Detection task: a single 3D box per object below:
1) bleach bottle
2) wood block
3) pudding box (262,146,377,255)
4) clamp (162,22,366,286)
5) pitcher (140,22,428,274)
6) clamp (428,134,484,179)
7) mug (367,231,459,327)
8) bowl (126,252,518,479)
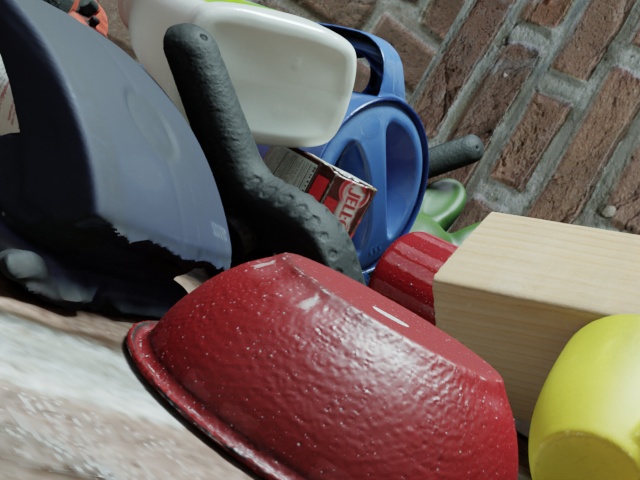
[{"bbox_3d":[-0.074,-0.124,0.637,0.102,0.068,0.251,7,18,-28],"label":"bleach bottle"},{"bbox_3d":[0.176,0.055,0.599,0.206,0.091,0.090,10,33,31],"label":"wood block"},{"bbox_3d":[-0.019,-0.004,0.579,0.039,0.090,0.114,28,4,-20],"label":"pudding box"},{"bbox_3d":[-0.042,-0.003,0.502,0.039,0.120,0.171,-26,77,-41],"label":"clamp"},{"bbox_3d":[-0.044,-0.079,0.817,0.243,0.149,0.145,22,-33,37],"label":"pitcher"},{"bbox_3d":[0.030,-0.044,0.921,0.209,0.036,0.165,-22,3,-40],"label":"clamp"},{"bbox_3d":[0.095,0.038,0.772,0.082,0.093,0.117,27,45,37],"label":"mug"},{"bbox_3d":[0.013,0.050,0.388,0.162,0.055,0.162,29,4,-3],"label":"bowl"}]
